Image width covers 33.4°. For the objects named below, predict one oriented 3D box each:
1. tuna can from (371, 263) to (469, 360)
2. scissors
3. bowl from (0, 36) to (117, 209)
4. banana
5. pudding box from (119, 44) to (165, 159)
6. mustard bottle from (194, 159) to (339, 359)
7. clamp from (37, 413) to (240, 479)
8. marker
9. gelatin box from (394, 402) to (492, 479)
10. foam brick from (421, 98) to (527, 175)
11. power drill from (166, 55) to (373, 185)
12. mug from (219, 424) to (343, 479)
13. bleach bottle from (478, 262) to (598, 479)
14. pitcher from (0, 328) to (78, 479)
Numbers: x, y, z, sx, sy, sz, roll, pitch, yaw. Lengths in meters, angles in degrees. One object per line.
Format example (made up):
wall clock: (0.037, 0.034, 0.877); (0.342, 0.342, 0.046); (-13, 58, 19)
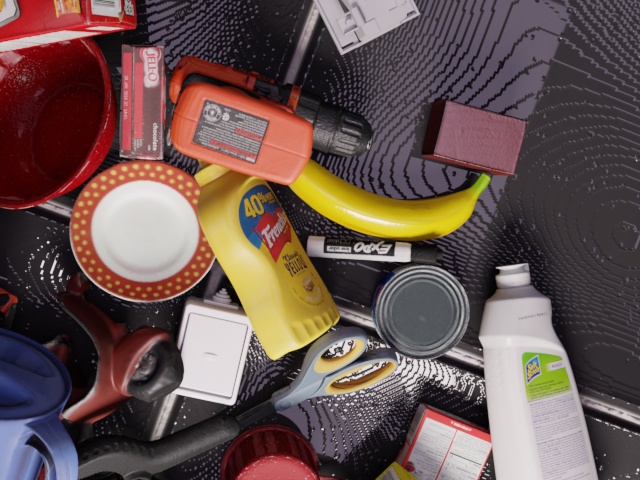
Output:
tuna can: (0.089, 0.063, 0.968); (0.086, 0.034, 0.086); (0, 94, -6)
scissors: (-0.030, 0.127, 0.935); (0.202, 0.016, 0.096); (-19, 139, 0)
bowl: (-0.225, -0.098, 0.891); (0.162, 0.055, 0.162); (-7, 74, 26)
banana: (0.053, -0.036, 0.959); (0.197, 0.037, 0.069); (7, 75, -8)
pudding box: (-0.147, -0.113, 0.890); (0.039, 0.113, 0.090); (2, 94, -10)
mustard bottle: (-0.056, 0.001, 0.917); (0.058, 0.096, 0.191); (-28, 91, 29)
clamp: (-0.151, 0.190, 0.903); (0.171, 0.039, 0.120); (12, 112, -37)
marker: (0.049, 0.009, 0.952); (0.121, 0.020, 0.020); (4, 94, 9)
gelatin box: (0.110, 0.204, 0.982); (0.073, 0.030, 0.089); (23, 91, -9)
foam brick: (0.137, -0.092, 0.953); (0.078, 0.053, 0.051); (14, 92, -7)
power drill: (-0.043, -0.096, 0.868); (0.184, 0.187, 0.057); (16, 104, -4)
mug: (-0.030, 0.219, 0.942); (0.117, 0.081, 0.093); (9, 93, -7)
bleach bottle: (0.197, 0.145, 0.966); (0.102, 0.068, 0.251); (-7, 89, -38)
pitcher: (-0.282, 0.201, 0.835); (0.144, 0.149, 0.243); (13, 111, -19)
